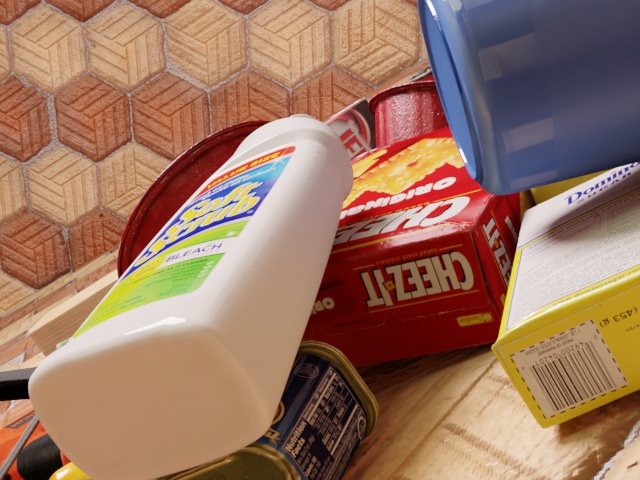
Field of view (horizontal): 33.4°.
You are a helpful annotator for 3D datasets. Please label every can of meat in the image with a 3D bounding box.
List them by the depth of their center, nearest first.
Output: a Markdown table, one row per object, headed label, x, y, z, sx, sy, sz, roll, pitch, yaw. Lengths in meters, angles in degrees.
| label | x | y | z | sx | sy | sz | roll | pitch | yaw |
| --- | --- | --- | --- | --- | --- | --- | --- | --- | --- |
| can of meat | -0.033 | 0.102 | 0.485 | 0.102 | 0.057 | 0.083 | -28 | 13 | 29 |

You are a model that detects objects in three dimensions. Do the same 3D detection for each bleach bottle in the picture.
| label | x | y | z | sx | sy | sz | roll | pitch | yaw |
| --- | --- | --- | --- | --- | --- | --- | --- | --- | --- |
| bleach bottle | -0.043 | 0.005 | 0.522 | 0.103 | 0.068 | 0.250 | -20 | 24 | 23 |

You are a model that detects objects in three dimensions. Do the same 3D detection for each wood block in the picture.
| label | x | y | z | sx | sy | sz | roll | pitch | yaw |
| --- | --- | --- | --- | --- | --- | --- | --- | --- | --- |
| wood block | -0.163 | 0.061 | 1.037 | 0.206 | 0.091 | 0.090 | -32 | 8 | 3 |

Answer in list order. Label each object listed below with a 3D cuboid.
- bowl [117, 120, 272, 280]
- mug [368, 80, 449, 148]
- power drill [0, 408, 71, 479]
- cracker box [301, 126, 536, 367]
| label | x | y | z | sx | sy | sz | roll | pitch | yaw |
| --- | --- | --- | --- | --- | --- | --- | --- | --- | --- |
| bowl | -0.055 | 0.001 | 0.718 | 0.161 | 0.055 | 0.162 | -33 | -33 | -25 |
| mug | 0.097 | -0.072 | 0.848 | 0.117 | 0.081 | 0.093 | 1 | -14 | -7 |
| power drill | -0.136 | 0.119 | 0.734 | 0.188 | 0.057 | 0.184 | -26 | 3 | 42 |
| cracker box | 0.054 | -0.005 | 0.635 | 0.164 | 0.072 | 0.213 | -15 | 16 | 30 |
